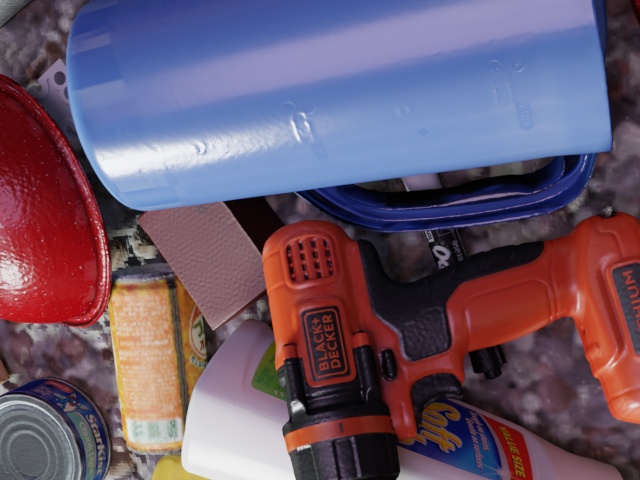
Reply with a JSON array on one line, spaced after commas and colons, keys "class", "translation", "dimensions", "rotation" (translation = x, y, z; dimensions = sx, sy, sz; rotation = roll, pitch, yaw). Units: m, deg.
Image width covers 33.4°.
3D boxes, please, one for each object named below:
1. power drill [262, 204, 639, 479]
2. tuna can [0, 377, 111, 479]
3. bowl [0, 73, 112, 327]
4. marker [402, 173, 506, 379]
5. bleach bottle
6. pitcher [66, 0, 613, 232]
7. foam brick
[{"class": "power drill", "translation": [0.073, 0.067, 0.505], "dimensions": [0.187, 0.057, 0.184], "rotation": [-10, 73, -4]}, {"class": "tuna can", "translation": [-0.180, 0.134, 0.688], "dimensions": [0.086, 0.033, 0.086], "rotation": [4, 100, 21]}, {"class": "bowl", "translation": [-0.190, -0.012, 0.616], "dimensions": [0.162, 0.055, 0.162], "rotation": [28, 131, 37]}, {"class": "marker", "translation": [0.073, 0.017, 0.576], "dimensions": [0.020, 0.020, 0.121], "rotation": [-20, 92, 23]}, {"class": "bleach bottle", "translation": [0.059, 0.116, 0.567], "dimensions": [0.251, 0.102, 0.068], "rotation": [15, 112, 10]}, {"class": "pitcher", "translation": [0.013, -0.078, 0.509], "dimensions": [0.243, 0.145, 0.149], "rotation": [-10, 82, 14]}, {"class": "foam brick", "translation": [-0.054, 0.001, 0.606], "dimensions": [0.053, 0.051, 0.078], "rotation": [-36, 85, 22]}]
